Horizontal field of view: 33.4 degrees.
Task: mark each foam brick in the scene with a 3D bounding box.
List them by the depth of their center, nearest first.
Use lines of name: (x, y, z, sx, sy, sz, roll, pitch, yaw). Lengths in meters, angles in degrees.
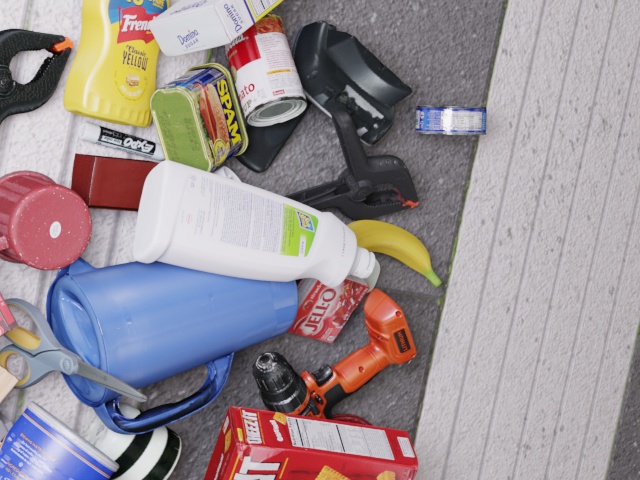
foam brick: (-0.205, -0.058, 1.071, 0.078, 0.053, 0.051, 3, 97, -36)

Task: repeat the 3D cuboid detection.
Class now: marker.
marker: (-0.189, -0.097, 1.094, 0.120, 0.020, 0.020, 14, 90, -35)

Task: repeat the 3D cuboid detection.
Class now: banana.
banana: (0.075, 0.006, 1.262, 0.197, 0.070, 0.037, 16, 121, -45)

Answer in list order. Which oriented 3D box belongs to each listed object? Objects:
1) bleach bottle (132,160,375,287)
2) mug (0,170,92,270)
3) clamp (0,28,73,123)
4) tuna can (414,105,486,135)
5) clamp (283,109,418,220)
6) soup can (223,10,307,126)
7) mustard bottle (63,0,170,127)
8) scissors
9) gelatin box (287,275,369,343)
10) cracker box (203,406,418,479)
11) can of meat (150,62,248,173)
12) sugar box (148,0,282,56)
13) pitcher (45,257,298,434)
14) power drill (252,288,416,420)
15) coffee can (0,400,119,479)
bleach bottle: (-0.057, 0.001, 1.073, 0.250, 0.068, 0.102, 17, 66, -27)
mug: (-0.279, -0.013, 1.010, 0.117, 0.082, 0.093, -20, 110, -30)
clamp: (-0.310, -0.152, 0.990, 0.171, 0.039, 0.120, -48, 126, -25)
tuna can: (0.157, -0.145, 1.281, 0.085, 0.086, 0.034, -4, 99, -34)
clamp: (0.030, -0.060, 1.219, 0.165, 0.036, 0.209, -44, 144, 22)
soup can: (-0.059, -0.179, 1.114, 0.068, 0.069, 0.102, -9, 75, -33)
mustard bottle: (-0.192, -0.211, 1.045, 0.096, 0.058, 0.191, 9, 93, -53)
scissors: (-0.246, 0.129, 1.007, 0.016, 0.202, 0.096, -10, 130, -55)
gelatin box: (0.003, 0.072, 1.230, 0.073, 0.030, 0.089, 19, 114, -37)
cracker box: (-0.018, 0.280, 1.181, 0.213, 0.072, 0.164, 11, 116, -18)
can of meat: (-0.125, -0.121, 1.089, 0.083, 0.058, 0.102, -47, 128, -57)
sugar box: (-0.082, -0.244, 1.063, 0.176, 0.094, 0.048, -51, 124, -39)
pitcher: (-0.144, 0.084, 1.093, 0.242, 0.145, 0.149, -14, 132, -35)
power drill: (0.015, 0.140, 1.216, 0.187, 0.057, 0.184, -38, 142, -12)
coffee can: (-0.267, 0.233, 0.973, 0.102, 0.103, 0.140, 46, 73, -31)
